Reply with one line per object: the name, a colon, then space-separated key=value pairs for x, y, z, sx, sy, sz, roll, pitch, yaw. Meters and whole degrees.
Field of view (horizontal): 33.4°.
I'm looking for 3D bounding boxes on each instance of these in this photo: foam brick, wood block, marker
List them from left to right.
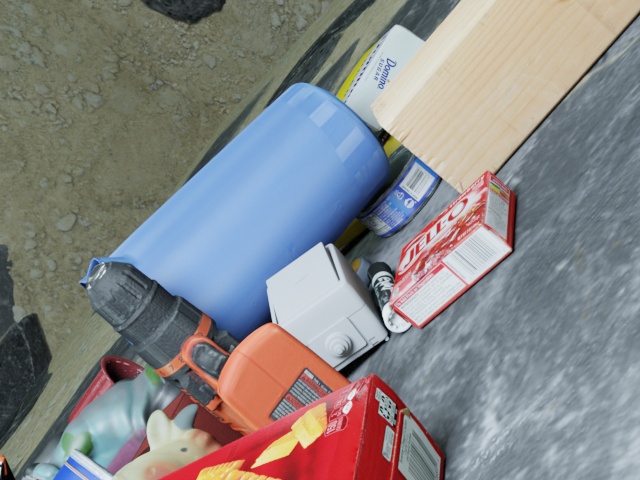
foam brick: x=-0.086 y=0.155 z=0.772 sx=0.053 sy=0.078 sz=0.051 roll=-45 pitch=13 yaw=39
marker: x=0.048 y=0.038 z=0.762 sx=0.020 sy=0.020 sz=0.121 roll=-49 pitch=11 yaw=8
wood block: x=0.140 y=-0.142 z=0.787 sx=0.206 sy=0.090 sz=0.090 roll=-49 pitch=12 yaw=11

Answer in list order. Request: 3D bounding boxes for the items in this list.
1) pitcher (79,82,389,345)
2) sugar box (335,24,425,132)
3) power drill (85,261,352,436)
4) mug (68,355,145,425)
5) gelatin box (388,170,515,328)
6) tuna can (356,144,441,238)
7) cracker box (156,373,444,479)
pitcher: x=-0.056 y=0.001 z=0.844 sx=0.242 sy=0.145 sz=0.149 roll=-47 pitch=-3 yaw=-10
sugar box: x=0.048 y=-0.145 z=1.023 sx=0.093 sy=0.048 sz=0.176 roll=-58 pitch=4 yaw=-4
power drill: x=-0.056 y=0.080 z=0.673 sx=0.057 sy=0.184 sz=0.188 roll=-54 pitch=21 yaw=-12
mug: x=-0.217 y=0.187 z=1.178 sx=0.081 sy=0.093 sz=0.117 roll=-54 pitch=-20 yaw=10
gelatin box: x=0.085 y=0.006 z=0.691 sx=0.089 sy=0.030 sz=0.073 roll=-44 pitch=13 yaw=30
tuna can: x=0.066 y=-0.044 z=0.910 sx=0.086 sy=0.033 sz=0.086 roll=-49 pitch=12 yaw=13
cracker box: x=-0.052 y=0.169 z=0.497 sx=0.214 sy=0.072 sz=0.164 roll=-29 pitch=20 yaw=23
